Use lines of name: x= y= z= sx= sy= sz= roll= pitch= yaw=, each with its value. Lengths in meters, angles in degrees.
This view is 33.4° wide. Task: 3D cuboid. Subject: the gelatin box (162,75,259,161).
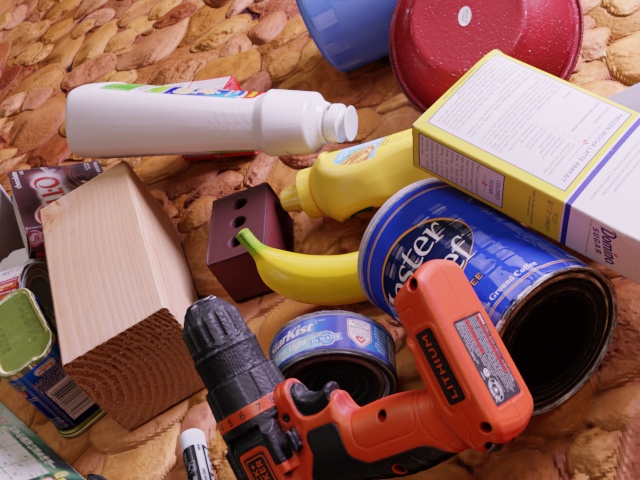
gelatin box: x=-0.103 y=-0.112 z=0.992 sx=0.089 sy=0.073 sz=0.030 roll=-1 pitch=42 yaw=33

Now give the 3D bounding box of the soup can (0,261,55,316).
soup can: x=-0.285 y=0.063 z=0.947 sx=0.102 sy=0.068 sz=0.068 roll=-17 pitch=43 yaw=20

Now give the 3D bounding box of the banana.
banana: x=0.037 y=0.009 z=0.785 sx=0.198 sy=0.069 sz=0.037 roll=-11 pitch=14 yaw=10

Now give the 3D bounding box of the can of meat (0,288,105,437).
can of meat: x=-0.221 y=0.096 z=0.857 sx=0.057 sy=0.084 sz=0.102 roll=-39 pitch=40 yaw=-6

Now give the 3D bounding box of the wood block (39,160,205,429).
wood block: x=-0.159 y=0.039 z=0.868 sx=0.091 sy=0.090 sz=0.206 roll=-31 pitch=39 yaw=3

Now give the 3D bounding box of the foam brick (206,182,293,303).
foam brick: x=-0.056 y=0.001 z=0.865 sx=0.053 sy=0.051 sz=0.078 roll=-19 pitch=42 yaw=17

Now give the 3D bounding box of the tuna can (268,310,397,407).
tuna can: x=0.008 y=0.086 z=0.709 sx=0.086 sy=0.086 sz=0.033 roll=-19 pitch=43 yaw=17

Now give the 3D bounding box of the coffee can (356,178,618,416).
coffee can: x=0.103 y=0.033 z=0.684 sx=0.102 sy=0.102 sz=0.140 roll=-41 pitch=40 yaw=-8

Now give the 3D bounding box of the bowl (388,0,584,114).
bowl: x=0.123 y=-0.169 z=0.845 sx=0.162 sy=0.055 sz=0.162 roll=-2 pitch=85 yaw=22

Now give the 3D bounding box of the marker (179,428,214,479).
marker: x=-0.078 y=0.178 z=0.728 sx=0.020 sy=0.020 sz=0.121 roll=-30 pitch=40 yaw=5

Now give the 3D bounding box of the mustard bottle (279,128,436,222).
mustard bottle: x=0.056 y=-0.055 z=0.827 sx=0.192 sy=0.058 sz=0.096 roll=-15 pitch=12 yaw=23

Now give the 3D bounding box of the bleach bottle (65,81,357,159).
bleach bottle: x=-0.087 y=-0.101 z=0.904 sx=0.251 sy=0.068 sz=0.102 roll=3 pitch=11 yaw=23

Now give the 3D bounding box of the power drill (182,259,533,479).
power drill: x=0.015 y=0.086 z=0.625 sx=0.188 sy=0.184 sz=0.057 roll=-34 pitch=-9 yaw=33

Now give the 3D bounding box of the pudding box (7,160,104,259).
pudding box: x=-0.240 y=-0.031 z=1.004 sx=0.089 sy=0.039 sz=0.114 roll=-9 pitch=32 yaw=-21

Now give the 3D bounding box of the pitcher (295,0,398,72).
pitcher: x=0.101 y=-0.255 z=0.960 sx=0.243 sy=0.145 sz=0.149 roll=-24 pitch=-3 yaw=17

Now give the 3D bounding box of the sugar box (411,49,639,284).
sugar box: x=0.154 y=-0.048 z=0.660 sx=0.176 sy=0.048 sz=0.093 roll=33 pitch=62 yaw=25
